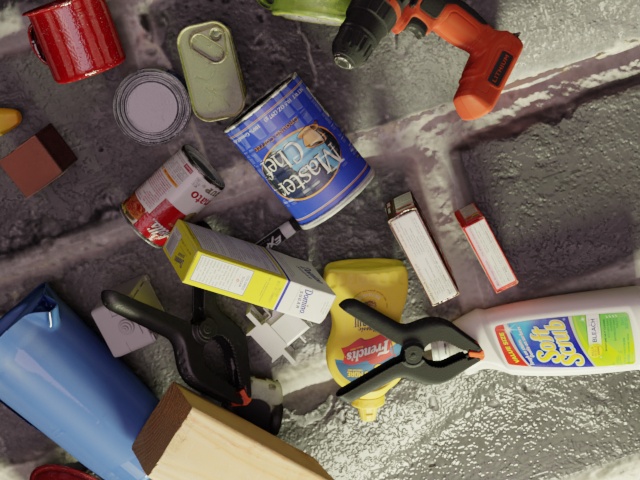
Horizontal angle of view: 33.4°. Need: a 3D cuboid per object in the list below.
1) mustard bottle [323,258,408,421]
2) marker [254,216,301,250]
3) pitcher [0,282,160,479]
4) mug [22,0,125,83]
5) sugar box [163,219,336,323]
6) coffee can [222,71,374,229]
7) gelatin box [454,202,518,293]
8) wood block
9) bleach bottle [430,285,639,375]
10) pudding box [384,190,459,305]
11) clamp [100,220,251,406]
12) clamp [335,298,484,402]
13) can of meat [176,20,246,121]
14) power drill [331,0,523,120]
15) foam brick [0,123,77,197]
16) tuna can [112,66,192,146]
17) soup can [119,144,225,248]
[{"bbox_3d":[0.054,0.119,1.242,0.096,0.058,0.192,-3,105,-5],"label":"mustard bottle"},{"bbox_3d":[-0.058,0.001,1.231,0.121,0.020,0.020,-35,102,9],"label":"marker"},{"bbox_3d":[-0.285,0.178,1.230,0.145,0.149,0.242,-46,104,-8],"label":"pitcher"},{"bbox_3d":[-0.269,-0.217,1.146,0.117,0.093,0.081,-6,112,33],"label":"mug"},{"bbox_3d":[-0.078,0.035,1.172,0.176,0.093,0.048,22,104,-28],"label":"sugar box"},{"bbox_3d":[-0.023,-0.097,1.163,0.103,0.103,0.140,-38,101,9],"label":"coffee can"},{"bbox_3d":[0.187,0.007,1.205,0.030,0.073,0.089,-29,103,7],"label":"gelatin box"},{"bbox_3d":[-0.094,0.252,1.187,0.205,0.091,0.090,34,88,-24],"label":"wood block"},{"bbox_3d":[0.255,0.118,1.241,0.251,0.068,0.102,-9,104,5],"label":"bleach bottle"},{"bbox_3d":[0.114,0.008,1.197,0.039,0.090,0.113,-29,102,7],"label":"pudding box"},{"bbox_3d":[-0.146,0.102,1.193,0.036,0.164,0.210,-13,103,49],"label":"clamp"},{"bbox_3d":[0.096,0.115,1.195,0.171,0.039,0.120,-8,110,-3],"label":"clamp"},{"bbox_3d":[-0.114,-0.186,1.150,0.057,0.084,0.102,-12,104,3],"label":"can of meat"},{"bbox_3d":[0.113,-0.211,1.113,0.187,0.057,0.184,38,69,-22],"label":"power drill"},{"bbox_3d":[-0.311,-0.089,1.178,0.053,0.078,0.051,-33,104,8],"label":"foam brick"},{"bbox_3d":[-0.185,-0.150,1.185,0.086,0.034,0.086,0,105,0],"label":"tuna can"},{"bbox_3d":[-0.165,-0.050,1.193,0.102,0.068,0.068,-42,101,9],"label":"soup can"}]
